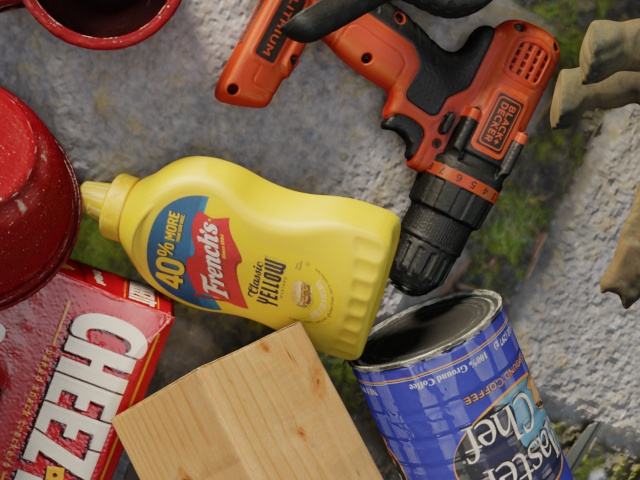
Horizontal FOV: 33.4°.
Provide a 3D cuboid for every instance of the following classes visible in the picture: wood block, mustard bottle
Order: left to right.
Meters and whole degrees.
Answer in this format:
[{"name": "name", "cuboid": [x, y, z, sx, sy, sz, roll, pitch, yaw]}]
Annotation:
[{"name": "mustard bottle", "cuboid": [-0.054, 0.001, 0.635, 0.191, 0.058, 0.096, 18, 127, 7]}, {"name": "wood block", "cuboid": [-0.018, 0.164, 0.595, 0.091, 0.090, 0.206, -33, 82, 38]}]

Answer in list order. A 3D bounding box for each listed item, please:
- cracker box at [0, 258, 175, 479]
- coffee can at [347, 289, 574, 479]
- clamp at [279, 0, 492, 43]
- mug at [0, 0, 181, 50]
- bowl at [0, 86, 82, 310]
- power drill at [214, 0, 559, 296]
[{"name": "cracker box", "cuboid": [-0.214, 0.077, 0.633, 0.213, 0.072, 0.164, 21, 96, -11]}, {"name": "coffee can", "cuboid": [0.090, 0.115, 0.665, 0.103, 0.103, 0.140, -24, 101, -4]}, {"name": "clamp", "cuboid": [0.045, -0.176, 0.603, 0.171, 0.039, 0.120, -10, 92, -28]}, {"name": "mug", "cuboid": [-0.133, -0.150, 0.605, 0.117, 0.081, 0.093, -20, 101, -5]}, {"name": "bowl", "cuboid": [-0.205, -0.039, 0.579, 0.162, 0.055, 0.162, 12, 56, -18]}, {"name": "power drill", "cuboid": [0.034, -0.078, 0.653, 0.187, 0.057, 0.184, 26, 90, -14]}]
